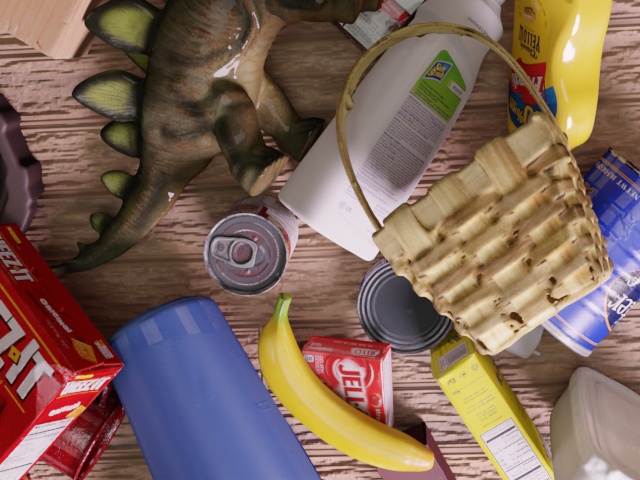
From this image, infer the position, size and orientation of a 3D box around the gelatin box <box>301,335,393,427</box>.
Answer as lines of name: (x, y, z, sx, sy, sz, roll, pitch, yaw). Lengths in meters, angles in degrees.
gelatin box: (0.025, 0.129, 0.932, 0.073, 0.030, 0.089, 6, 119, 18)

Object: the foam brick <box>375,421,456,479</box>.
foam brick: (0.089, 0.213, 0.952, 0.053, 0.051, 0.078, -26, 99, 8)

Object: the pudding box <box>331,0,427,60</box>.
pudding box: (0.048, -0.218, 0.873, 0.090, 0.039, 0.113, 43, 99, -2)

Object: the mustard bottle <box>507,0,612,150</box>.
mustard bottle: (0.184, -0.130, 0.845, 0.058, 0.096, 0.192, -11, 122, -17)

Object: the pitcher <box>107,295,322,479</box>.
pitcher: (-0.080, 0.172, 0.900, 0.144, 0.149, 0.243, -24, 75, -17)

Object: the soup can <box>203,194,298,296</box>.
soup can: (-0.056, 0.001, 0.894, 0.068, 0.102, 0.068, 1, 102, 4)

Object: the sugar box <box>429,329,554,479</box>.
sugar box: (0.159, 0.163, 0.915, 0.048, 0.093, 0.176, -35, 98, 11)

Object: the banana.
banana: (0.009, 0.136, 0.900, 0.070, 0.037, 0.197, -37, 100, 32)

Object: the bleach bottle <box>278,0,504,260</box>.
bleach bottle: (0.075, -0.109, 0.874, 0.251, 0.102, 0.068, -53, 49, 6)

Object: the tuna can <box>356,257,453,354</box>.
tuna can: (0.075, 0.054, 0.929, 0.086, 0.033, 0.086, 1, 102, 4)

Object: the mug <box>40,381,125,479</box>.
mug: (-0.222, 0.149, 0.942, 0.081, 0.093, 0.117, 30, 122, 3)

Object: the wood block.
wood block: (-0.193, -0.259, 0.858, 0.091, 0.090, 0.206, 31, 103, -1)

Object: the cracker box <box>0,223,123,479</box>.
cracker box: (-0.290, 0.116, 0.882, 0.214, 0.072, 0.164, -47, 73, 18)
